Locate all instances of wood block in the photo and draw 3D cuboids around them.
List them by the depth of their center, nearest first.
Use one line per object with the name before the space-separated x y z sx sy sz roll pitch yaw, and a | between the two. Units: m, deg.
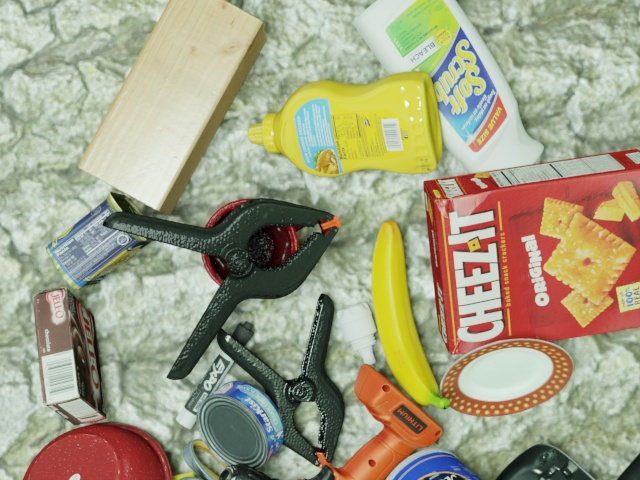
wood block | -0.142 -0.137 1.046 0.090 0.091 0.206 28 89 1

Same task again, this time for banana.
banana | 0.083 0.080 1.049 0.037 0.070 0.198 -1 64 -37

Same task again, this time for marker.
marker | -0.105 0.134 1.073 0.020 0.020 0.121 33 89 1

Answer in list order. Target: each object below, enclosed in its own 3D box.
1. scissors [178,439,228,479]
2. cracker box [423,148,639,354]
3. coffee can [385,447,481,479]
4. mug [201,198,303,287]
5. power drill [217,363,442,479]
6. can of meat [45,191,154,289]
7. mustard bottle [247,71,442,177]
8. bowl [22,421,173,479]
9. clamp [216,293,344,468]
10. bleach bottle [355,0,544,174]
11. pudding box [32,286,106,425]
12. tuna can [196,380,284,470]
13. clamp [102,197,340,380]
scissors | -0.068 0.278 1.040 0.202 0.096 0.016 46 120 3
cracker box | 0.216 0.012 1.026 0.213 0.072 0.164 -9 109 -1
coffee can | 0.130 0.272 0.986 0.102 0.140 0.103 -13 118 -26
mug | -0.057 0.001 1.046 0.117 0.081 0.093 -33 88 -1
power drill | 0.014 0.212 1.019 0.187 0.057 0.184 -50 123 -2
can of meat | -0.212 0.002 1.038 0.084 0.102 0.057 -38 89 1
mustard bottle | 0.019 -0.109 1.043 0.192 0.058 0.096 -2 120 21
bowl | -0.225 0.236 1.013 0.162 0.055 0.162 -7 55 10
clamp | -0.033 0.145 1.058 0.120 0.039 0.171 -10 90 -3
bleach bottle | 0.147 -0.146 1.060 0.102 0.068 0.251 -38 91 1
pudding box | -0.240 0.112 1.023 0.039 0.090 0.113 -11 67 3
tuna can | -0.078 0.181 1.041 0.086 0.033 0.086 17 122 29
clamp | -0.078 0.029 0.984 0.210 0.036 0.164 -15 97 -4
